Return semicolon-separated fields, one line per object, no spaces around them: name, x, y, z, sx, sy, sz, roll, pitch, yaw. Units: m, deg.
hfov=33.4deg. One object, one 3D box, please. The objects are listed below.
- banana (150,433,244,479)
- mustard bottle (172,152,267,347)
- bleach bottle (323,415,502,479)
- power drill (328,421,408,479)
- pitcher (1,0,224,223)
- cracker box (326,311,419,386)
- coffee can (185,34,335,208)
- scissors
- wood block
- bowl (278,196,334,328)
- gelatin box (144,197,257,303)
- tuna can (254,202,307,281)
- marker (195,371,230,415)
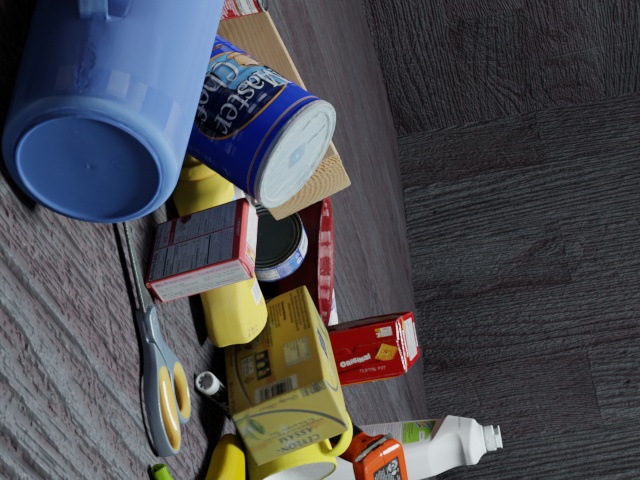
banana;-0.091;0.207;0.896;0.197;0.037;0.069;20;62;-80
mustard bottle;-0.098;-0.003;1.003;0.096;0.058;0.191;-75;154;-70
bleach bottle;0.100;0.267;1.333;0.102;0.251;0.068;-77;155;-67
power drill;0.016;0.237;1.175;0.188;0.057;0.184;28;-39;44
pitcher;-0.135;-0.139;0.711;0.149;0.145;0.242;35;39;-31
cracker box;0.033;0.140;1.334;0.213;0.164;0.072;6;73;-81
coffee can;-0.073;-0.107;0.913;0.102;0.140;0.103;-48;160;-23
scissors;-0.132;0.070;0.856;0.096;0.016;0.202;26;55;-81
wood block;-0.056;-0.139;1.128;0.206;0.091;0.090;65;2;21
bowl;-0.018;0.025;1.282;0.162;0.055;0.162;2;90;-83
gelatin box;-0.098;0.009;0.892;0.073;0.089;0.030;-89;156;-46
tuna can;-0.058;0.001;1.164;0.033;0.086;0.086;68;15;-58
marker;-0.091;0.150;1.011;0.121;0.020;0.020;62;21;-63
